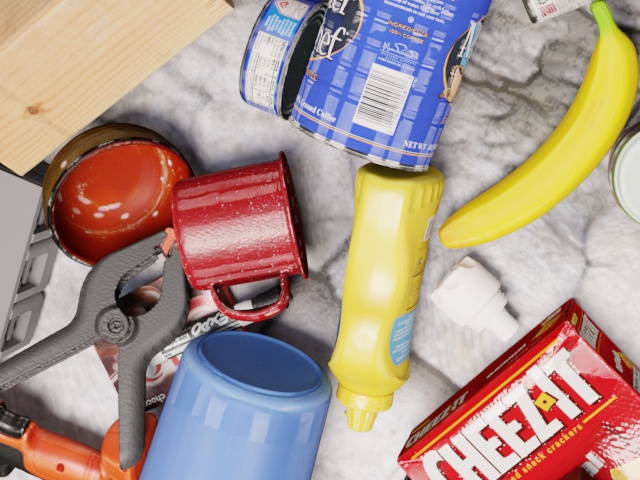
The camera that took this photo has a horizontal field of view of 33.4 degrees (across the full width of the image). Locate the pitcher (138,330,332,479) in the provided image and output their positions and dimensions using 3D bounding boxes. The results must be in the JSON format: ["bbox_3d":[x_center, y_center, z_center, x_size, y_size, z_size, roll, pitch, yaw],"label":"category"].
[{"bbox_3d":[-0.074,0.196,0.758,0.149,0.144,0.243,32,113,39],"label":"pitcher"}]

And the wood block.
[{"bbox_3d":[-0.172,-0.152,0.754,0.206,0.090,0.090,-34,135,18],"label":"wood block"}]

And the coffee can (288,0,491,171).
[{"bbox_3d":[0.049,-0.129,0.708,0.103,0.102,0.140,22,106,10],"label":"coffee can"}]

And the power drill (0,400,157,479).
[{"bbox_3d":[-0.218,0.145,0.821,0.188,0.057,0.184,15,141,11],"label":"power drill"}]

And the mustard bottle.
[{"bbox_3d":[0.042,0.043,0.746,0.058,0.096,0.192,11,103,12],"label":"mustard bottle"}]

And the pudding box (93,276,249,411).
[{"bbox_3d":[-0.116,0.074,0.825,0.114,0.039,0.090,-25,93,17],"label":"pudding box"}]

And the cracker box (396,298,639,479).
[{"bbox_3d":[0.185,0.176,0.745,0.164,0.072,0.214,-44,87,18],"label":"cracker box"}]

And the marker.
[{"bbox_3d":[-0.076,0.062,0.784,0.121,0.020,0.020,-24,94,12],"label":"marker"}]

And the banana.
[{"bbox_3d":[0.156,-0.065,0.720,0.069,0.037,0.198,28,113,-7],"label":"banana"}]

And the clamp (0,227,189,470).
[{"bbox_3d":[-0.140,0.074,0.764,0.120,0.039,0.171,39,79,-2],"label":"clamp"}]

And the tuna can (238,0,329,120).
[{"bbox_3d":[-0.023,-0.129,0.737,0.034,0.086,0.086,23,106,12],"label":"tuna can"}]

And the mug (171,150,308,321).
[{"bbox_3d":[-0.055,0.001,0.753,0.081,0.093,0.117,-11,74,3],"label":"mug"}]
